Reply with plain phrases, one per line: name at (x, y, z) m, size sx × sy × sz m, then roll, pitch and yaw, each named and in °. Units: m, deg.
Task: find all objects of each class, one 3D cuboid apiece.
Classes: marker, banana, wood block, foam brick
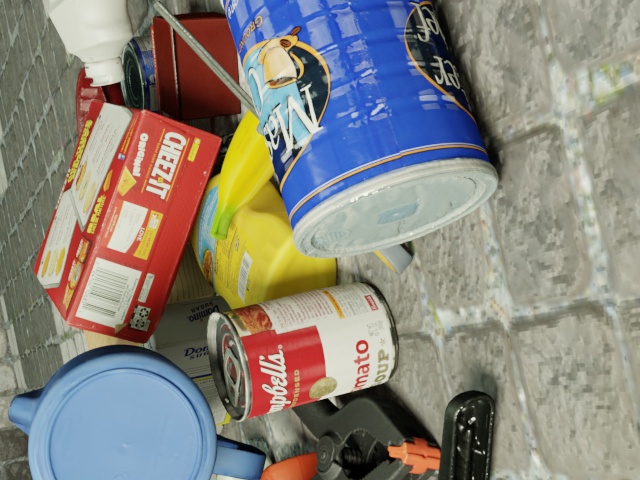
marker at (-0.072, -0.076, 0.845) m, size 0.121 × 0.020 × 0.020 m, roll 180°, pitch 80°, yaw -67°
banana at (-0.021, -0.074, 0.682) m, size 0.198 × 0.037 × 0.069 m, roll -48°, pitch 40°, yaw 48°
wood block at (-0.178, 0.065, 1.067) m, size 0.206 × 0.090 × 0.090 m, roll 121°, pitch 133°, yaw -58°
foam brick at (-0.097, -0.138, 0.835) m, size 0.053 × 0.051 × 0.078 m, roll -146°, pitch 50°, yaw -61°

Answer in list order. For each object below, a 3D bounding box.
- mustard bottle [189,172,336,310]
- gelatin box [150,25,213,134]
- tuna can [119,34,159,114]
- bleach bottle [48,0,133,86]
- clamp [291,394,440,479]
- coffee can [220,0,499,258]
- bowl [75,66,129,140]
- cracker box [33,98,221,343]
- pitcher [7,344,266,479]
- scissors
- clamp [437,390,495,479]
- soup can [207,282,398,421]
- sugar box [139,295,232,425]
mustard bottle at (-0.055, 0.001, 0.788) m, size 0.192 × 0.058 × 0.096 m, roll 43°, pitch 129°, yaw 54°
gelatin box at (-0.119, -0.136, 0.914) m, size 0.073 × 0.030 × 0.089 m, roll -144°, pitch 48°, yaw -59°
tuna can at (-0.163, -0.150, 1.004) m, size 0.086 × 0.033 × 0.086 m, roll 169°, pitch 90°, yaw -67°
bleach bottle at (-0.188, -0.248, 0.840) m, size 0.103 × 0.067 × 0.251 m, roll 9°, pitch 114°, yaw 45°
clamp at (0.013, 0.132, 0.691) m, size 0.172 × 0.039 × 0.120 m, roll -29°, pitch 59°, yaw 48°
coffee can at (0.017, -0.075, 0.531) m, size 0.103 × 0.102 × 0.140 m, roll 131°, pitch 125°, yaw -62°
bowl at (-0.205, -0.101, 1.099) m, size 0.162 × 0.055 × 0.162 m, roll 169°, pitch 90°, yaw -67°
cracker box at (-0.161, -0.023, 0.854) m, size 0.214 × 0.072 × 0.164 m, roll 23°, pitch 94°, yaw 67°
pitcher at (-0.124, 0.134, 0.722) m, size 0.145 × 0.149 × 0.243 m, roll 60°, pitch 166°, yaw 1°
scissors at (-0.022, -0.057, 0.610) m, size 0.201 × 0.016 × 0.096 m, roll 46°, pitch 179°, yaw -10°
clamp at (0.083, 0.196, 0.584) m, size 0.210 × 0.036 × 0.164 m, roll 110°, pitch 144°, yaw -54°
soup can at (-0.012, 0.067, 0.663) m, size 0.069 × 0.102 × 0.068 m, roll 169°, pitch 90°, yaw -67°
sugar box at (-0.114, 0.113, 0.936) m, size 0.176 × 0.093 × 0.048 m, roll 110°, pitch 144°, yaw -50°
